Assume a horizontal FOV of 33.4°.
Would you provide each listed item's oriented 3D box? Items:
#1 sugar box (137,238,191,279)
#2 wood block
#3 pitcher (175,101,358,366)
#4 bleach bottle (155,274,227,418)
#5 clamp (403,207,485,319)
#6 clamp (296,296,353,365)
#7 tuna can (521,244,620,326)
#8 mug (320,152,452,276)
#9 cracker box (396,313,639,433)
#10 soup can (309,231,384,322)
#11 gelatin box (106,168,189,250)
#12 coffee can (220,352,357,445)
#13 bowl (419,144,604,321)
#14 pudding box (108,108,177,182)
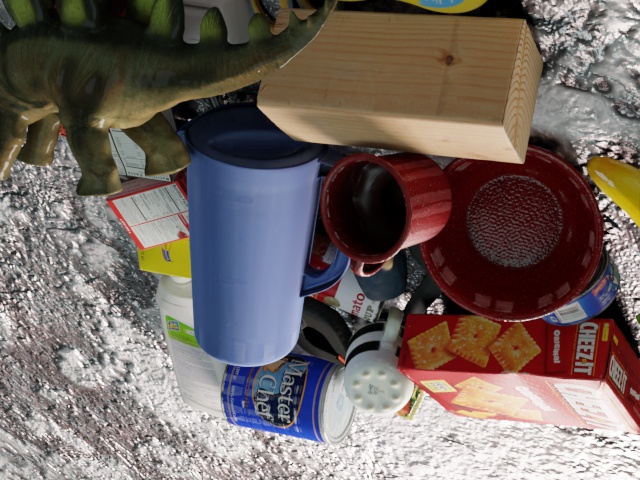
[{"bbox_3d":[-0.117,-0.002,1.162,0.176,0.048,0.093,10,117,24],"label":"sugar box"},{"bbox_3d":[0.065,-0.127,0.871,0.206,0.091,0.090,8,168,23],"label":"wood block"},{"bbox_3d":[-0.057,0.001,1.028,0.149,0.144,0.243,48,142,47],"label":"pitcher"},{"bbox_3d":[-0.144,0.117,1.323,0.103,0.068,0.251,12,138,18],"label":"bleach bottle"},{"bbox_3d":[0.150,0.030,1.067,0.165,0.036,0.210,8,142,21],"label":"clamp"},{"bbox_3d":[-0.025,0.077,1.217,0.171,0.039,0.120,31,147,7],"label":"clamp"},{"bbox_3d":[0.232,0.037,0.988,0.086,0.086,0.033,-11,130,39],"label":"tuna can"},{"bbox_3d":[0.057,-0.022,0.922,0.093,0.081,0.117,28,116,30],"label":"mug"},{"bbox_3d":[0.209,0.137,1.090,0.214,0.072,0.164,0,155,31],"label":"cracker box"},{"bbox_3d":[0.024,0.038,1.126,0.102,0.068,0.069,23,142,5],"label":"soup can"},{"bbox_3d":[-0.165,-0.034,1.107,0.089,0.030,0.073,-14,128,20],"label":"gelatin box"},{"bbox_3d":[-0.037,0.188,1.306,0.140,0.102,0.103,6,137,26],"label":"coffee can"},{"bbox_3d":[0.171,-0.011,0.959,0.162,0.055,0.162,4,103,15],"label":"bowl"},{"bbox_3d":[-0.185,-0.110,1.018,0.090,0.039,0.113,8,141,14],"label":"pudding box"}]
